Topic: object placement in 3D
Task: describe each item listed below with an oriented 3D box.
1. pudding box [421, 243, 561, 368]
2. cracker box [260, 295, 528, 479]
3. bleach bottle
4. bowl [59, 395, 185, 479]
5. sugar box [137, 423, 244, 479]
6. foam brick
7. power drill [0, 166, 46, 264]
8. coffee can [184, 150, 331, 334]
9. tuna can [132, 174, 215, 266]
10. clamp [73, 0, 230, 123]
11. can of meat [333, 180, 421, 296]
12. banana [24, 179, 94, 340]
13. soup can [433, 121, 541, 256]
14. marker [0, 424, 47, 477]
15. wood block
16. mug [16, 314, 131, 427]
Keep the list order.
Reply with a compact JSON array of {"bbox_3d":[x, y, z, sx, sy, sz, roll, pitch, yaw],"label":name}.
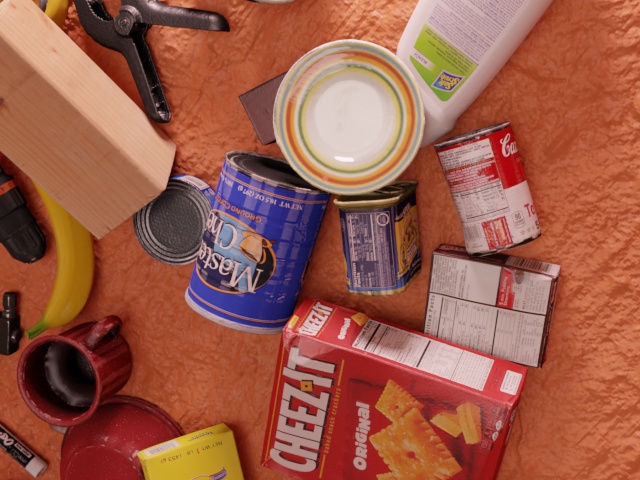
[{"bbox_3d":[0.151,0.058,0.951,0.114,0.039,0.090,11,106,18],"label":"pudding box"},{"bbox_3d":[0.061,0.163,0.965,0.214,0.072,0.164,17,120,13],"label":"cracker box"},{"bbox_3d":[0.114,-0.178,0.906,0.102,0.068,0.251,41,112,9],"label":"bleach bottle"},{"bbox_3d":[-0.208,0.244,1.095,0.162,0.055,0.162,3,101,17],"label":"bowl"},{"bbox_3d":[-0.113,0.280,1.054,0.093,0.048,0.176,-16,95,-18],"label":"sugar box"},{"bbox_3d":[-0.024,-0.126,0.964,0.078,0.053,0.051,-24,92,20],"label":"foam brick"},{"bbox_3d":[-0.391,-0.019,1.060,0.187,0.057,0.184,-35,96,-15],"label":"power drill"},{"bbox_3d":[-0.056,0.001,0.973,0.103,0.102,0.140,21,106,13],"label":"coffee can"},{"bbox_3d":[-0.136,-0.020,1.031,0.086,0.033,0.086,4,102,17],"label":"tuna can"},{"bbox_3d":[-0.176,-0.194,1.008,0.171,0.039,0.120,34,104,16],"label":"clamp"},{"bbox_3d":[0.054,-0.003,0.938,0.057,0.102,0.084,-2,102,20],"label":"can of meat"},{"bbox_3d":[-0.259,0.000,1.062,0.037,0.069,0.198,7,98,57],"label":"banana"},{"bbox_3d":[0.144,-0.044,0.918,0.069,0.068,0.102,-15,96,20],"label":"soup can"},{"bbox_3d":[-0.345,0.210,1.151,0.121,0.020,0.020,38,109,8],"label":"marker"},{"bbox_3d":[-0.238,-0.112,0.972,0.091,0.090,0.206,-34,117,21],"label":"wood block"},{"bbox_3d":[-0.235,0.120,1.065,0.093,0.081,0.117,37,109,8],"label":"mug"}]
